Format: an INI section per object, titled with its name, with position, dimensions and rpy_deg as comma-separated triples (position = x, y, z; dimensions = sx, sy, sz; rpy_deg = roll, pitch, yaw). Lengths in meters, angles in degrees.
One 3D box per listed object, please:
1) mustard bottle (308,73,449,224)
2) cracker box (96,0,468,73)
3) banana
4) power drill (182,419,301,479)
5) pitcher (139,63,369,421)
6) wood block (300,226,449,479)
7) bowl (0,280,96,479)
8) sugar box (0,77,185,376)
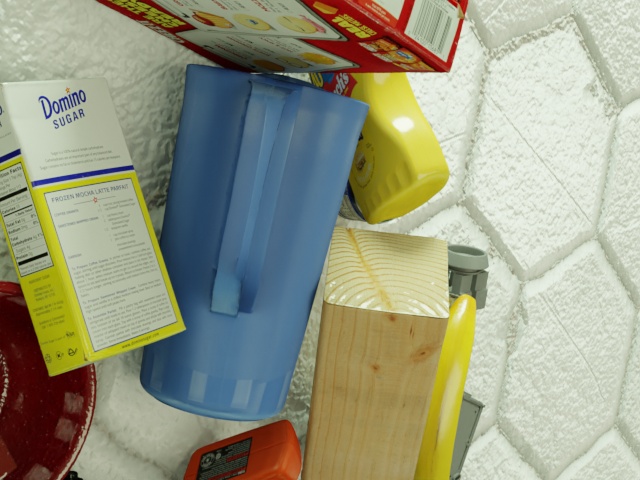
[mustard bottle]
position = 0.033, -0.115, 0.834
dimensions = 0.058, 0.096, 0.192
rpy_deg = -16, 77, -24
[cracker box]
position = -0.037, -0.168, 0.685
dimensions = 0.163, 0.214, 0.072
rpy_deg = 22, 81, -45
[banana]
position = 0.103, 0.146, 0.919
dimensions = 0.069, 0.037, 0.198
rpy_deg = -33, 133, -74
[power drill]
position = -0.006, 0.223, 0.839
dimensions = 0.187, 0.185, 0.057
rpy_deg = 53, 26, -29
[pitcher]
position = -0.055, 0.001, 0.758
dimensions = 0.149, 0.145, 0.243
rpy_deg = 8, 95, -47
[wood block]
position = 0.040, 0.101, 0.833
dimensions = 0.090, 0.090, 0.206
rpy_deg = -81, 178, -51
[bowl]
position = -0.224, 0.100, 0.669
dimensions = 0.161, 0.055, 0.162
rpy_deg = -11, 106, -43
[sugar box]
position = -0.153, -0.012, 0.674
dimensions = 0.093, 0.048, 0.176
rpy_deg = -16, 86, -57
